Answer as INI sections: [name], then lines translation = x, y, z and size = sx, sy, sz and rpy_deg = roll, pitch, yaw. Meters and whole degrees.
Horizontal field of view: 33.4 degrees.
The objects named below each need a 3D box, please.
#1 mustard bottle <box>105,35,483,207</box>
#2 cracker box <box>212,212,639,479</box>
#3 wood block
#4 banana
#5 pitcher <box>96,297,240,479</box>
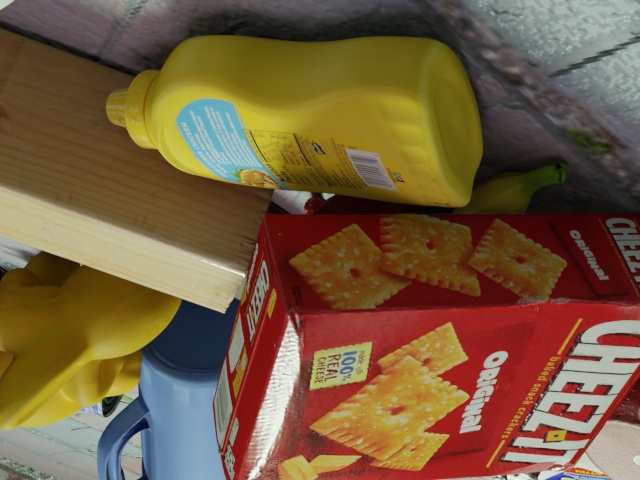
[mustard bottle]
translation = -0.023, -0.060, 0.521
size = 0.192, 0.058, 0.096
rpy_deg = 6, 156, 26
[cracker box]
translation = 0.061, 0.063, 0.567
size = 0.213, 0.072, 0.164
rpy_deg = 0, 138, -17
[wood block]
translation = -0.132, -0.042, 0.605
size = 0.206, 0.090, 0.090
rpy_deg = 20, 159, -6
[banana]
translation = 0.114, 0.012, 0.623
size = 0.070, 0.037, 0.197
rpy_deg = 11, 158, 22
[pitcher]
translation = -0.106, 0.144, 0.917
size = 0.145, 0.149, 0.243
rpy_deg = 13, 142, 8
